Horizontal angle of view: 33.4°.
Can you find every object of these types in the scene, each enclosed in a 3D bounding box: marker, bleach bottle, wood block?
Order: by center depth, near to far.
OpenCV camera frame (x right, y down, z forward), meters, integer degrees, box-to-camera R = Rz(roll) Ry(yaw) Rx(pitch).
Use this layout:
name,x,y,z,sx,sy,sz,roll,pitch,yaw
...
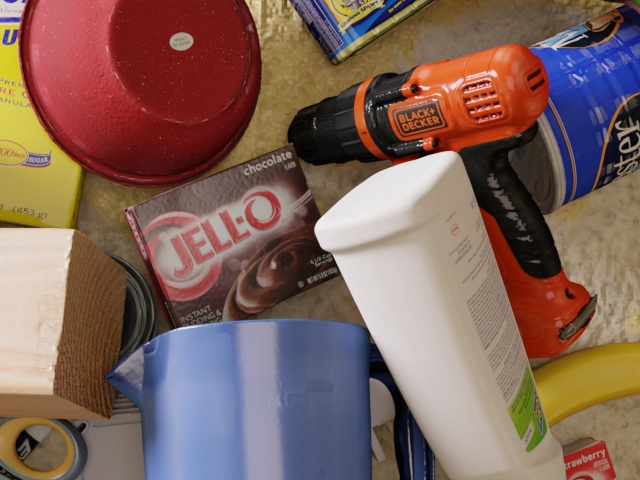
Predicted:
name,x,y,z,sx,sy,sz,roll,pitch,yaw
wood block,-0.223,0.047,0.593,0.206,0.091,0.090,0,73,10
bleach bottle,0.084,0.083,0.595,0.068,0.102,0.251,-15,105,31
marker,-0.193,0.133,0.662,0.020,0.020,0.121,44,83,-3

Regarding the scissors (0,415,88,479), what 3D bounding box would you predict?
name,x,y,z,sx,sy,sz,roll,pitch,yaw
scissors,-0.219,0.106,0.632,0.202,0.016,0.096,40,92,13

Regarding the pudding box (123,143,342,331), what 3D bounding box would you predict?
name,x,y,z,sx,sy,sz,roll,pitch,yaw
pudding box,-0.054,0.001,0.667,0.113,0.039,0.090,-24,98,-18

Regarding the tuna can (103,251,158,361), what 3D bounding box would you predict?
name,x,y,z,sx,sy,sz,roll,pitch,yaw
tuna can,-0.143,0.050,0.656,0.086,0.034,0.086,2,72,-6

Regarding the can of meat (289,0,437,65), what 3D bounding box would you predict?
name,x,y,z,sx,sy,sz,roll,pitch,yaw
can of meat,0.027,-0.173,0.689,0.102,0.057,0.084,-35,93,-8

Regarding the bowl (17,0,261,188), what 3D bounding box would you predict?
name,x,y,z,sx,sy,sz,roll,pitch,yaw
bowl,-0.095,-0.113,0.641,0.161,0.055,0.162,0,90,-31

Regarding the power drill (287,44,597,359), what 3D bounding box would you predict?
name,x,y,z,sx,sy,sz,roll,pitch,yaw
power drill,0.076,-0.016,0.654,0.057,0.185,0.187,-39,111,-41

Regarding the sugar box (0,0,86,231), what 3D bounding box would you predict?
name,x,y,z,sx,sy,sz,roll,pitch,yaw
sugar box,-0.182,-0.097,0.663,0.093,0.048,0.176,10,87,-7

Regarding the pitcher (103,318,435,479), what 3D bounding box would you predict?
name,x,y,z,sx,sy,sz,roll,pitch,yaw
pitcher,-0.021,0.166,0.578,0.149,0.144,0.243,-9,76,20
